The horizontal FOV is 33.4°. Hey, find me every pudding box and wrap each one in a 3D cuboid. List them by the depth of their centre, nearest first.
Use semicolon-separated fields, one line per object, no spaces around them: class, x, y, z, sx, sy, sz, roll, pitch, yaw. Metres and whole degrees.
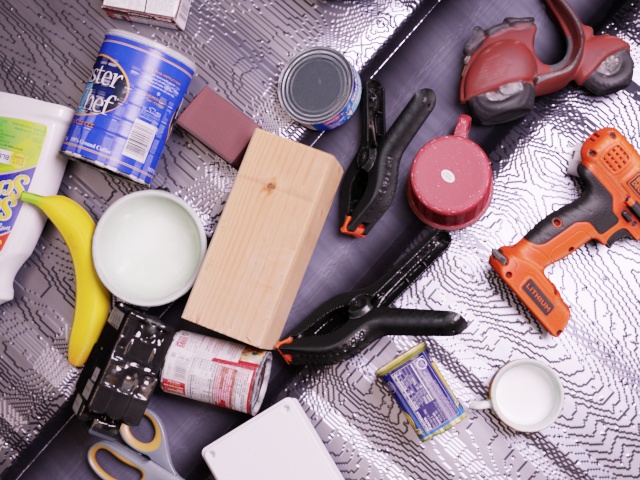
pudding box;-0.185;-0.297;1.180;0.090;0.039;0.113;12;83;8

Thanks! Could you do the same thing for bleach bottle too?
bleach bottle;-0.337;-0.028;1.155;0.102;0.068;0.251;13;87;10

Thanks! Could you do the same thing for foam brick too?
foam brick;-0.105;-0.119;1.143;0.078;0.053;0.051;37;89;8

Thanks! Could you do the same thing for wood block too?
wood block;-0.057;0.001;1.105;0.091;0.090;0.206;21;86;9

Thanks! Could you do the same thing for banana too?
banana;-0.258;0.034;1.137;0.069;0.037;0.198;-14;99;0

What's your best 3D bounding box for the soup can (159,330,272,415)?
soup can;-0.108;0.136;1.106;0.102;0.068;0.068;13;85;8

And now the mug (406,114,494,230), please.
mug;0.136;-0.072;1.094;0.093;0.081;0.117;16;86;8

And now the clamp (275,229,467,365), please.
clamp;0.052;0.078;1.070;0.210;0.164;0.036;-29;117;10

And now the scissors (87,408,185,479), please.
scissors;-0.147;0.241;1.125;0.202;0.016;0.096;17;86;8

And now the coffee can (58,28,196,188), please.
coffee can;-0.204;-0.139;1.131;0.103;0.103;0.140;20;86;8

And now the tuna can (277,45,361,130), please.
tuna can;0.000;-0.161;1.135;0.086;0.033;0.086;-4;79;20

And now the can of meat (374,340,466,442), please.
can of meat;0.101;0.150;1.064;0.057;0.102;0.084;-33;83;3

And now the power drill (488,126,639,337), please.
power drill;0.278;0.008;1.068;0.188;0.057;0.184;-43;103;4

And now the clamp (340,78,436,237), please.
clamp;0.065;-0.086;1.097;0.039;0.120;0.171;12;88;-24
